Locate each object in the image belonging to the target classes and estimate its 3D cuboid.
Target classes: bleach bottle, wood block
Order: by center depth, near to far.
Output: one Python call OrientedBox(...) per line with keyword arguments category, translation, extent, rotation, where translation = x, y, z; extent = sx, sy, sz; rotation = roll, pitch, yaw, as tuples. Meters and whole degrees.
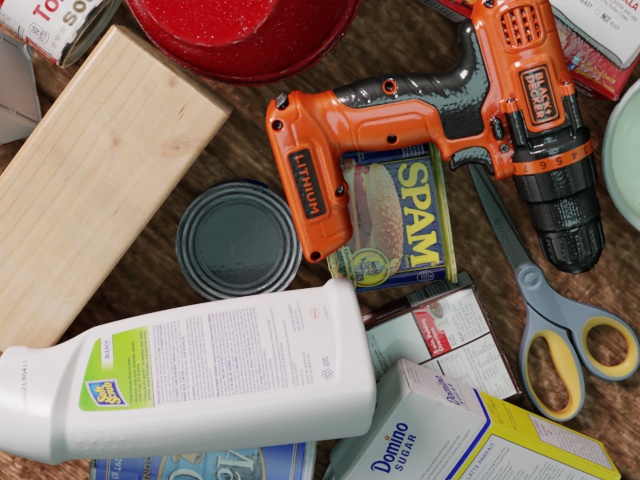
OrientedBox(category="bleach bottle", translation=(-0.097, 0.082, 0.654), extent=(0.250, 0.102, 0.068), rotation=(-4, 138, -10))
OrientedBox(category="wood block", translation=(-0.154, -0.030, 0.695), extent=(0.090, 0.091, 0.206), rotation=(37, 97, -7))

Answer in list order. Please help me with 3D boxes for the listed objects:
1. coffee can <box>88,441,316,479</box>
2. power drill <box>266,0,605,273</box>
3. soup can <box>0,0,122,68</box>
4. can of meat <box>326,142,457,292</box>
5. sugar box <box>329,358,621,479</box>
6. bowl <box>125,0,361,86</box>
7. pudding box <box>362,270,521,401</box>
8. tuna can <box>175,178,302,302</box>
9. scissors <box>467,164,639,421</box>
OrientedBox(category="coffee can", translation=(-0.076, 0.140, 0.718), extent=(0.140, 0.103, 0.103), rotation=(7, 99, -2))
OrientedBox(category="power drill", translation=(0.072, -0.047, 0.655), extent=(0.187, 0.057, 0.184), rotation=(-17, 102, 4))
OrientedBox(category="soup can", translation=(-0.186, -0.167, 0.683), extent=(0.102, 0.068, 0.068), rotation=(38, 97, -7))
OrientedBox(category="can of meat", translation=(0.043, -0.017, 0.719), extent=(0.084, 0.057, 0.102), rotation=(-8, 99, 3))
OrientedBox(category="sugar box", translation=(0.105, 0.152, 0.726), extent=(0.176, 0.048, 0.093), rotation=(26, 111, -18))
OrientedBox(category="bowl", translation=(-0.057, -0.162, 0.614), extent=(0.162, 0.055, 0.162), rotation=(6, 113, 15))
OrientedBox(category="pudding box", translation=(0.071, 0.086, 0.745), extent=(0.113, 0.039, 0.090), rotation=(-24, 101, 5))
OrientedBox(category="tuna can", translation=(-0.055, 0.001, 0.730), extent=(0.086, 0.034, 0.086), rotation=(0, 100, -1))
OrientedBox(category="scissors", translation=(0.167, 0.028, 0.749), extent=(0.096, 0.016, 0.202), rotation=(-12, 99, -1))
